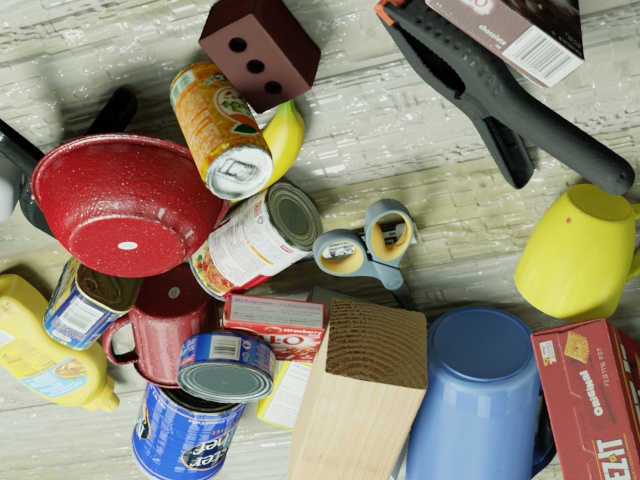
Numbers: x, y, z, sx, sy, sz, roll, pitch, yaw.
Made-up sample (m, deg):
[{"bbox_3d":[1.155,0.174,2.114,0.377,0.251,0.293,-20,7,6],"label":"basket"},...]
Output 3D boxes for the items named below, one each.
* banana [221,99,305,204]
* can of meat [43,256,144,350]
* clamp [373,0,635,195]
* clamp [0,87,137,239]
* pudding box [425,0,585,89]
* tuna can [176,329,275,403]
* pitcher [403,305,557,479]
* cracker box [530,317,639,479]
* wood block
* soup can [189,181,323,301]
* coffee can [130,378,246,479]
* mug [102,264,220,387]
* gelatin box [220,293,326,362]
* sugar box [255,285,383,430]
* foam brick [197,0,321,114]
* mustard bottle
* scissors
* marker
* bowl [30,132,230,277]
[{"bbox_3d":[-0.082,-0.063,0.891,0.198,0.037,0.069,-26,103,28],"label":"banana"},{"bbox_3d":[-0.202,0.039,0.962,0.057,0.102,0.084,31,133,-20],"label":"can of meat"},{"bbox_3d":[0.125,-0.103,0.765,0.210,0.036,0.165,44,171,-21],"label":"clamp"},{"bbox_3d":[-0.222,-0.056,0.888,0.120,0.039,0.172,-6,141,-27],"label":"clamp"},{"bbox_3d":[0.124,-0.165,0.716,0.113,0.090,0.039,32,132,-22],"label":"pudding box"},{"bbox_3d":[-0.082,0.112,0.941,0.086,0.033,0.086,3,149,2],"label":"tuna can"},{"bbox_3d":[0.157,0.179,1.035,0.145,0.149,0.243,14,134,17],"label":"pitcher"},{"bbox_3d":[0.257,0.166,0.911,0.072,0.164,0.213,-18,159,22],"label":"cracker box"},{"bbox_3d":[0.030,0.160,0.989,0.090,0.090,0.206,10,133,-5],"label":"wood block"},{"bbox_3d":[-0.056,0.001,0.924,0.102,0.068,0.068,-33,122,33],"label":"soup can"},{"bbox_3d":[-0.131,0.171,1.079,0.102,0.102,0.140,16,134,-6],"label":"coffee can"},{"bbox_3d":[-0.146,0.080,0.995,0.117,0.093,0.081,-16,132,-16],"label":"mug"},{"bbox_3d":[-0.044,0.080,0.948,0.089,0.030,0.073,6,149,-7],"label":"gelatin box"},{"bbox_3d":[0.006,0.125,1.053,0.093,0.048,0.176,18,131,-9],"label":"sugar box"},{"bbox_3d":[-0.044,-0.143,0.791,0.053,0.051,0.078,-22,127,28],"label":"foam brick"},{"bbox_3d":[-0.274,0.116,1.079,0.096,0.058,0.191,-25,126,28],"label":"mustard bottle"},{"bbox_3d":[0.044,0.034,0.938,0.096,0.016,0.202,-15,144,-7],"label":"scissors"},{"bbox_3d":[0.026,0.003,0.946,0.121,0.020,0.020,-11,132,19],"label":"marker"},{"bbox_3d":[-0.154,-0.016,0.859,0.162,0.055,0.162,-1,147,-1],"label":"bowl"}]
